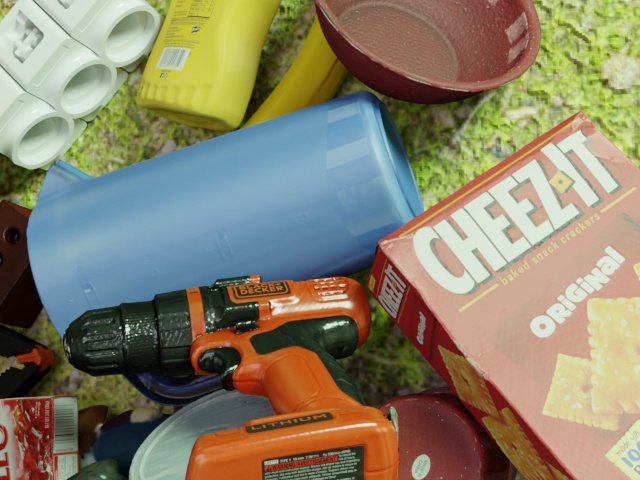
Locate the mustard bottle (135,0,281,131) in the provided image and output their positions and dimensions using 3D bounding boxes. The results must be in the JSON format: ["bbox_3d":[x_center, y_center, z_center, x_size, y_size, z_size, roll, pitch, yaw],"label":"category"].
[{"bbox_3d":[-0.067,-0.177,0.767,0.096,0.058,0.191,14,84,48],"label":"mustard bottle"}]

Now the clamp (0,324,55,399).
[{"bbox_3d":[-0.300,0.116,0.794,0.210,0.036,0.164,-5,83,10],"label":"clamp"}]

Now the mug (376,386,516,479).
[{"bbox_3d":[0.057,0.137,0.662,0.117,0.081,0.093,-5,79,19],"label":"mug"}]

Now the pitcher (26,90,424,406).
[{"bbox_3d":[-0.055,0.001,0.709,0.243,0.149,0.145,-19,55,12],"label":"pitcher"}]

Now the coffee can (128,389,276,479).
[{"bbox_3d":[-0.039,0.173,0.645,0.103,0.102,0.140,-19,112,16],"label":"coffee can"}]

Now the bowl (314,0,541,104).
[{"bbox_3d":[0.059,-0.142,0.697,0.162,0.055,0.162,11,53,-14],"label":"bowl"}]

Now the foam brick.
[{"bbox_3d":[-0.228,0.018,0.799,0.053,0.051,0.078,35,94,21],"label":"foam brick"}]

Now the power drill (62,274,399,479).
[{"bbox_3d":[-0.046,0.079,0.580,0.184,0.188,0.057,-8,117,-10],"label":"power drill"}]

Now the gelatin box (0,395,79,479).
[{"bbox_3d":[-0.201,0.152,0.725,0.073,0.030,0.089,-7,81,27],"label":"gelatin box"}]

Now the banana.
[{"bbox_3d":[-0.010,-0.124,0.757,0.070,0.037,0.198,22,86,49],"label":"banana"}]

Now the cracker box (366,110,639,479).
[{"bbox_3d":[0.156,0.050,0.614,0.164,0.072,0.214,-32,70,-18],"label":"cracker box"}]
